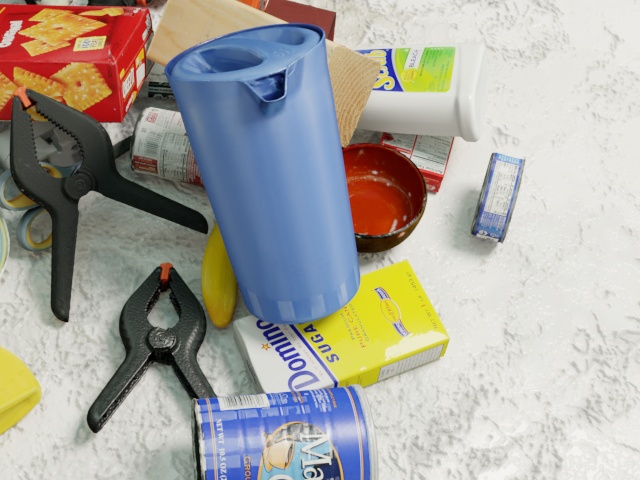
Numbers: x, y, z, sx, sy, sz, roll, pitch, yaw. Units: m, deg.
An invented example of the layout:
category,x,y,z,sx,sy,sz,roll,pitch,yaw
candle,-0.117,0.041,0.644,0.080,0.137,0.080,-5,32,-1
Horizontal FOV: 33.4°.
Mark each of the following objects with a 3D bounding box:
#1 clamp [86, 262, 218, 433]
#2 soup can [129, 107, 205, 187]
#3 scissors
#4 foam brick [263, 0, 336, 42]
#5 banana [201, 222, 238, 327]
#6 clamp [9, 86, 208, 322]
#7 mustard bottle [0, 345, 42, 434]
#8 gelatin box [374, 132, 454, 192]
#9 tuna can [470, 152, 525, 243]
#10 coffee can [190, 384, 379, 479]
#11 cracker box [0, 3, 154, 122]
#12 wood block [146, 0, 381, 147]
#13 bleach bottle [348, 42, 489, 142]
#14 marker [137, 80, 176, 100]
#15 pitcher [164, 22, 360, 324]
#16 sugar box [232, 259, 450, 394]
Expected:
category,x,y,z,sx,sy,sz,roll,pitch,yaw
clamp,-0.152,0.101,0.955,0.120,0.039,0.171,-1,56,-19
soup can,-0.131,-0.090,1.058,0.102,0.068,0.068,12,58,4
scissors,-0.231,-0.051,1.048,0.016,0.096,0.201,12,21,39
foam brick,-0.026,-0.221,1.155,0.078,0.053,0.051,14,58,5
banana,-0.071,-0.007,1.025,0.070,0.037,0.197,19,60,26
clamp,-0.210,-0.051,0.982,0.164,0.036,0.210,-26,99,-13
mustard bottle,-0.334,0.089,0.932,0.096,0.058,0.192,-37,71,-18
gelatin box,0.099,-0.098,1.103,0.073,0.030,0.089,16,58,4
tuna can,0.173,-0.042,1.041,0.034,0.086,0.086,15,58,7
coffee can,-0.032,0.175,0.877,0.140,0.103,0.103,-3,59,-11
cracker box,-0.284,-0.180,1.051,0.213,0.072,0.164,2,30,3
wood block,-0.057,-0.175,1.042,0.206,0.090,0.090,30,102,31
bleach bottle,0.040,-0.152,1.087,0.251,0.068,0.102,2,53,18
marker,-0.162,-0.158,1.126,0.121,0.020,0.020,5,58,-1
pitcher,-0.041,-0.058,0.920,0.145,0.243,0.149,3,31,28
sugar box,0.018,0.089,0.972,0.176,0.048,0.093,-19,62,-16
